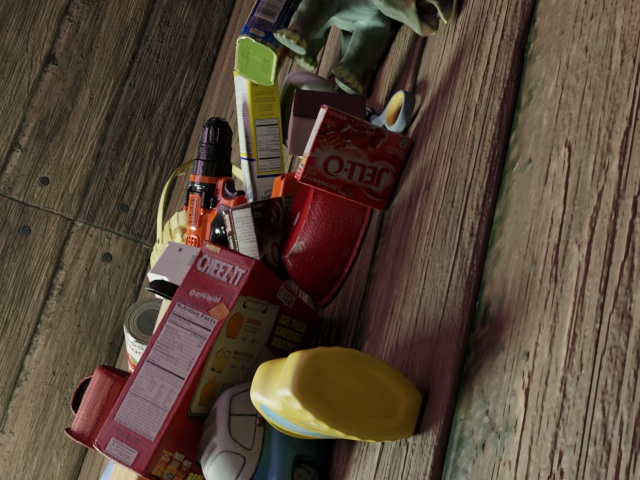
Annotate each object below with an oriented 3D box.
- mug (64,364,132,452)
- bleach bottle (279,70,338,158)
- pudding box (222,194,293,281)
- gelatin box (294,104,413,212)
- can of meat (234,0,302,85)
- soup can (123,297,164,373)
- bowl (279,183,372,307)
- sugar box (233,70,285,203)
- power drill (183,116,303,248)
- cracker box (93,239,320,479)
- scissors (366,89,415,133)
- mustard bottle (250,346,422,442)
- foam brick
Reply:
[{"bbox_3d":[-0.231,0.185,1.181,0.117,0.093,0.081,19,85,39],"label":"mug"},{"bbox_3d":[-0.002,-0.146,1.286,0.251,0.068,0.102,-133,59,-74],"label":"bleach bottle"},{"bbox_3d":[-0.057,0.001,1.138,0.113,0.039,0.090,-17,-84,-65],"label":"pudding box"},{"bbox_3d":[0.031,-0.075,0.980,0.030,0.089,0.073,-129,59,-74],"label":"gelatin box"},{"bbox_3d":[-0.060,-0.241,1.252,0.102,0.057,0.084,107,-174,-69],"label":"can of meat"},{"bbox_3d":[-0.197,0.122,1.268,0.102,0.068,0.068,98,-178,-53],"label":"soup can"},{"bbox_3d":[0.000,-0.015,1.094,0.162,0.055,0.162,-161,90,-77],"label":"bowl"},{"bbox_3d":[-0.075,-0.129,1.350,0.093,0.048,0.176,-154,57,-74],"label":"sugar box"},{"bbox_3d":[-0.089,-0.052,1.275,0.188,0.057,0.184,11,97,46],"label":"power drill"},{"bbox_3d":[-0.101,0.128,1.000,0.213,0.072,0.164,-63,-29,-12],"label":"cracker box"},{"bbox_3d":[0.066,-0.131,1.085,0.201,0.016,0.096,-92,25,-58],"label":"scissors"},{"bbox_3d":[-0.001,0.119,0.802,0.192,0.096,0.058,148,140,-70],"label":"mustard bottle"},{"bbox_3d":[0.006,-0.121,1.123,0.051,0.078,0.053,-90,9,-48],"label":"foam brick"}]
